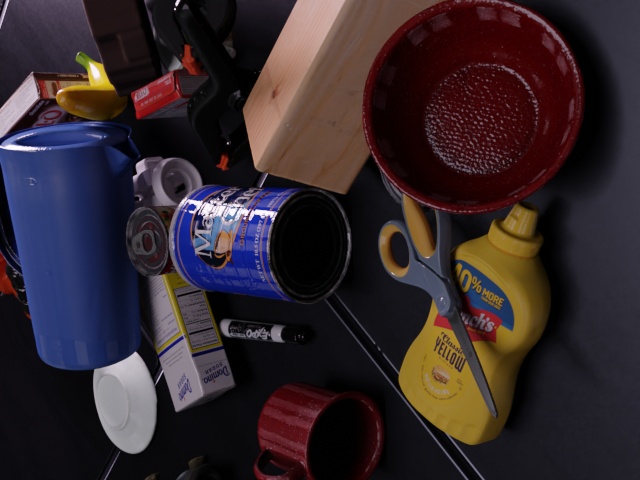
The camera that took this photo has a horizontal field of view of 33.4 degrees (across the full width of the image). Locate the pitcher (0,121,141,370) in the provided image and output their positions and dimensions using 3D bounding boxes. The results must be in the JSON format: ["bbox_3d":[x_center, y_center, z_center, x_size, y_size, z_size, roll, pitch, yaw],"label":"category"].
[{"bbox_3d":[-0.258,0.003,1.095,0.149,0.144,0.243,-146,50,-62],"label":"pitcher"}]

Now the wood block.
[{"bbox_3d":[0.022,-0.150,0.862,0.206,0.090,0.091,-58,31,34],"label":"wood block"}]

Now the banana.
[{"bbox_3d":[-0.238,-0.155,1.128,0.198,0.069,0.037,-111,44,-69],"label":"banana"}]

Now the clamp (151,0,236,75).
[{"bbox_3d":[-0.125,-0.237,0.987,0.120,0.039,0.171,3,71,19],"label":"clamp"}]

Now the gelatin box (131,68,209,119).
[{"bbox_3d":[-0.127,-0.143,1.035,0.073,0.089,0.030,-16,85,46],"label":"gelatin box"}]

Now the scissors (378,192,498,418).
[{"bbox_3d":[0.086,0.048,0.824,0.096,0.016,0.202,-38,57,54],"label":"scissors"}]

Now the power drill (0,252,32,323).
[{"bbox_3d":[-0.355,0.048,1.275,0.188,0.057,0.184,39,156,40],"label":"power drill"}]

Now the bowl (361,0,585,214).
[{"bbox_3d":[0.115,-0.096,0.793,0.162,0.055,0.162,-2,83,17],"label":"bowl"}]

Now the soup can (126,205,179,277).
[{"bbox_3d":[-0.131,-0.004,1.053,0.069,0.102,0.068,9,103,44],"label":"soup can"}]

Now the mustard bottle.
[{"bbox_3d":[0.128,0.057,0.830,0.096,0.058,0.192,41,123,40],"label":"mustard bottle"}]

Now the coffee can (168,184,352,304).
[{"bbox_3d":[-0.056,0.001,0.978,0.141,0.102,0.103,4,100,45],"label":"coffee can"}]

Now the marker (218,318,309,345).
[{"bbox_3d":[-0.055,0.090,1.051,0.121,0.020,0.020,1,97,46],"label":"marker"}]

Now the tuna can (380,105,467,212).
[{"bbox_3d":[0.090,-0.067,0.866,0.086,0.033,0.086,9,103,45],"label":"tuna can"}]

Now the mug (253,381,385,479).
[{"bbox_3d":[-0.011,0.180,0.956,0.082,0.117,0.093,8,130,50],"label":"mug"}]

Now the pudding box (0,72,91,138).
[{"bbox_3d":[-0.311,-0.150,1.223,0.114,0.089,0.039,-35,71,43],"label":"pudding box"}]

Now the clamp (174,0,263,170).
[{"bbox_3d":[-0.056,-0.138,0.963,0.210,0.164,0.036,108,159,-54],"label":"clamp"}]

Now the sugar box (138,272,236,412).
[{"bbox_3d":[-0.146,0.083,1.115,0.093,0.048,0.176,-36,73,59],"label":"sugar box"}]
